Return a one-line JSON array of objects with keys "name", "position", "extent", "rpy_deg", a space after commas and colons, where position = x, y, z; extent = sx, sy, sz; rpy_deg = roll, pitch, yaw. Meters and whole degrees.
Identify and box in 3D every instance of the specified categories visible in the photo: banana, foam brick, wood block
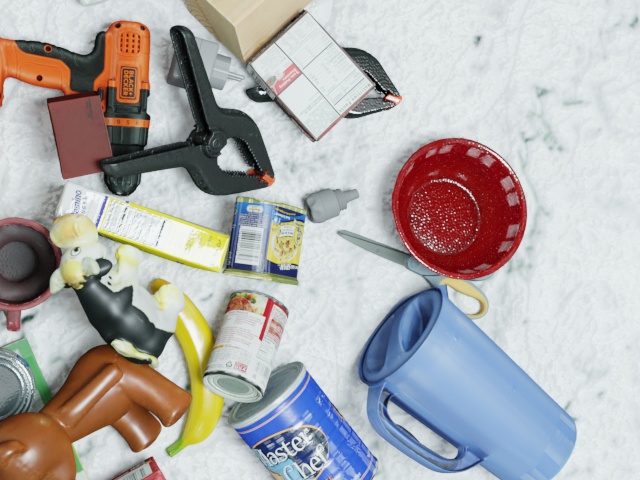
[{"name": "banana", "position": [-0.140, 0.137, 1.159], "extent": [0.069, 0.037, 0.198], "rpy_deg": [-6, 93, -16]}, {"name": "foam brick", "position": [-0.239, -0.106, 1.064], "extent": [0.053, 0.051, 0.078], "rpy_deg": [-11, 104, -13]}, {"name": "wood block", "position": [-0.042, -0.301, 1.131], "extent": [0.206, 0.091, 0.090], "rpy_deg": [-44, 77, -9]}]

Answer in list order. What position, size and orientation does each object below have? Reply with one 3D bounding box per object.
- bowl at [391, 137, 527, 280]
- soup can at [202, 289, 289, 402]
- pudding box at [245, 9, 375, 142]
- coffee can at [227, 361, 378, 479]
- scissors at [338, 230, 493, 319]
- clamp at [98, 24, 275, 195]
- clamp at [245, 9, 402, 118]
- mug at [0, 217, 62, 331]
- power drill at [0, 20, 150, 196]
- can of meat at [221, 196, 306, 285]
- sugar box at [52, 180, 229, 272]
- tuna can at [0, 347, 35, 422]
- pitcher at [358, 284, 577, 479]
[{"name": "bowl", "position": [0.150, -0.032, 1.210], "extent": [0.162, 0.055, 0.162], "rpy_deg": [2, 80, -14]}, {"name": "soup can", "position": [-0.079, 0.113, 1.138], "extent": [0.068, 0.069, 0.102], "rpy_deg": [25, 59, -14]}, {"name": "pudding box", "position": [-0.011, -0.176, 1.146], "extent": [0.090, 0.039, 0.113], "rpy_deg": [-43, 97, -4]}, {"name": "coffee can", "position": [-0.019, 0.217, 1.159], "extent": [0.102, 0.103, 0.140], "rpy_deg": [-39, 101, -10]}, {"name": "scissors", "position": [0.124, 0.014, 1.234], "extent": [0.201, 0.016, 0.096], "rpy_deg": [38, 81, -13]}, {"name": "clamp", "position": [-0.126, -0.097, 1.102], "extent": [0.164, 0.036, 0.209], "rpy_deg": [-57, 136, -9]}, {"name": "clamp", "position": [0.004, -0.177, 1.186], "extent": [0.171, 0.039, 0.120], "rpy_deg": [30, 91, -7]}, {"name": "mug", "position": [-0.310, 0.034, 1.088], "extent": [0.093, 0.082, 0.117], "rpy_deg": [-1, 92, -15]}, {"name": "power drill", "position": [-0.270, -0.141, 1.108], "extent": [0.187, 0.057, 0.184], "rpy_deg": [3, 93, -16]}, {"name": "can of meat", "position": [-0.058, 0.001, 1.145], "extent": [0.058, 0.102, 0.084], "rpy_deg": [7, 87, 24]}, {"name": "sugar box", "position": [-0.188, -0.013, 1.113], "extent": [0.176, 0.093, 0.048], "rpy_deg": [17, 85, -14]}, {"name": "tuna can", "position": [-0.336, 0.153, 1.094], "extent": [0.086, 0.034, 0.086], "rpy_deg": [-1, 92, -13]}, {"name": "pitcher", "position": [0.165, 0.180, 1.192], "extent": [0.242, 0.145, 0.149], "rpy_deg": [40, 105, -15]}]
